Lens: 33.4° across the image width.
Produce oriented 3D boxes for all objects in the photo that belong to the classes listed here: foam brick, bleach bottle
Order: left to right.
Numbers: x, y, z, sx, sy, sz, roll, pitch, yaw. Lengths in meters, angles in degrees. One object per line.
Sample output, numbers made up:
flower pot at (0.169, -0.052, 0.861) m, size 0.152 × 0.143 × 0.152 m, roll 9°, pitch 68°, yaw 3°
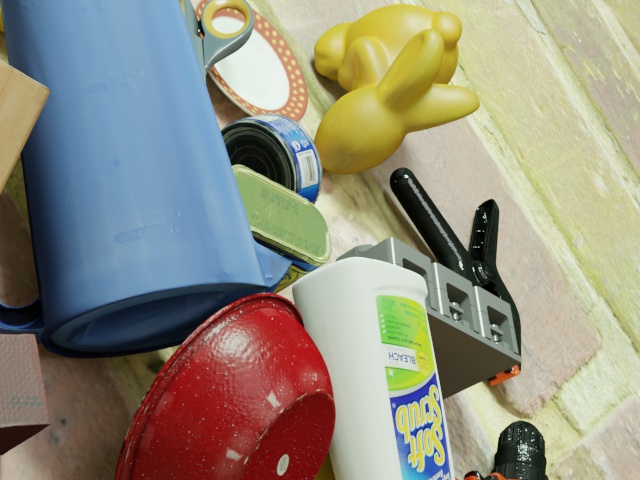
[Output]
foam brick at (-0.186, 0.079, 0.541) m, size 0.078 × 0.051 × 0.053 m, roll 9°, pitch 58°, yaw -48°
bleach bottle at (0.048, 0.140, 0.671) m, size 0.102 × 0.068 × 0.251 m, roll 19°, pitch 53°, yaw -52°

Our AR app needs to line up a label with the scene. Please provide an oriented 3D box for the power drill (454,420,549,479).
power drill at (0.112, 0.180, 0.827) m, size 0.187 × 0.057 × 0.184 m, roll 41°, pitch 38°, yaw -23°

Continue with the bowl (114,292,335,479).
bowl at (-0.040, 0.113, 0.602) m, size 0.055 × 0.162 × 0.161 m, roll 27°, pitch 22°, yaw 29°

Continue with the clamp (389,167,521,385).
clamp at (0.135, 0.030, 0.993) m, size 0.164 × 0.036 × 0.210 m, roll 21°, pitch 49°, yaw -42°

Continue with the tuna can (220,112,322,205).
tuna can at (-0.043, -0.050, 0.791) m, size 0.033 × 0.086 × 0.086 m, roll -22°, pitch 81°, yaw -54°

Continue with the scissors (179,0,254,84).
scissors at (-0.080, -0.128, 0.815) m, size 0.096 × 0.016 × 0.202 m, roll -12°, pitch 57°, yaw -18°

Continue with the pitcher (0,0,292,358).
pitcher at (-0.130, -0.056, 0.640) m, size 0.149 × 0.145 × 0.243 m, roll 11°, pitch 59°, yaw -56°

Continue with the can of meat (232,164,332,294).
can of meat at (-0.055, 0.001, 0.738) m, size 0.102 × 0.084 × 0.057 m, roll 26°, pitch 45°, yaw -38°
